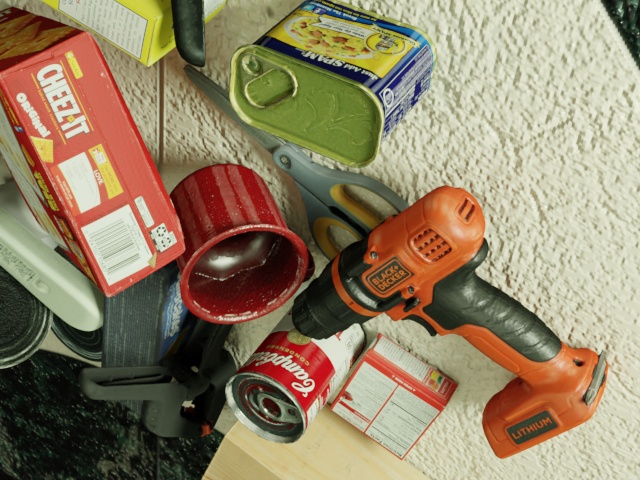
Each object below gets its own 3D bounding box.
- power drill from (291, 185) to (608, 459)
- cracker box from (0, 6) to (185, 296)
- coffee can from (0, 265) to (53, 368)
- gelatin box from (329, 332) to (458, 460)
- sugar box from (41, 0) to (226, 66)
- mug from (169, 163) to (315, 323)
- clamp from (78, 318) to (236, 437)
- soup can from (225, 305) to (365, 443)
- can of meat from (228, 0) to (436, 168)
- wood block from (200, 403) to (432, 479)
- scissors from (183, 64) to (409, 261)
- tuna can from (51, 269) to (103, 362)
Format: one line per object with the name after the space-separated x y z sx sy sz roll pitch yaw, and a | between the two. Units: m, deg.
0.087 0.066 0.733 0.187 0.057 0.185 42 137 -10 | power drill
-0.185 -0.073 0.757 0.214 0.072 0.164 31 146 59 | cracker box
-0.315 0.067 0.978 0.103 0.102 0.141 54 152 -14 | coffee can
0.056 0.123 0.838 0.073 0.030 0.089 34 137 6 | gelatin box
-0.151 -0.189 0.684 0.176 0.093 0.048 33 136 8 | sugar box
-0.055 0.001 0.770 0.093 0.117 0.081 -57 39 28 | mug
-0.121 0.115 0.885 0.036 0.164 0.210 43 150 25 | clamp
-0.017 0.096 0.813 0.069 0.102 0.068 19 133 22 | soup can
0.009 -0.100 0.647 0.102 0.083 0.057 24 135 18 | can of meat
0.014 0.217 0.901 0.206 0.090 0.091 35 137 7 | wood block
-0.021 -0.043 0.767 0.202 0.016 0.096 31 136 11 | scissors
-0.213 0.070 0.983 0.086 0.033 0.086 19 133 22 | tuna can
